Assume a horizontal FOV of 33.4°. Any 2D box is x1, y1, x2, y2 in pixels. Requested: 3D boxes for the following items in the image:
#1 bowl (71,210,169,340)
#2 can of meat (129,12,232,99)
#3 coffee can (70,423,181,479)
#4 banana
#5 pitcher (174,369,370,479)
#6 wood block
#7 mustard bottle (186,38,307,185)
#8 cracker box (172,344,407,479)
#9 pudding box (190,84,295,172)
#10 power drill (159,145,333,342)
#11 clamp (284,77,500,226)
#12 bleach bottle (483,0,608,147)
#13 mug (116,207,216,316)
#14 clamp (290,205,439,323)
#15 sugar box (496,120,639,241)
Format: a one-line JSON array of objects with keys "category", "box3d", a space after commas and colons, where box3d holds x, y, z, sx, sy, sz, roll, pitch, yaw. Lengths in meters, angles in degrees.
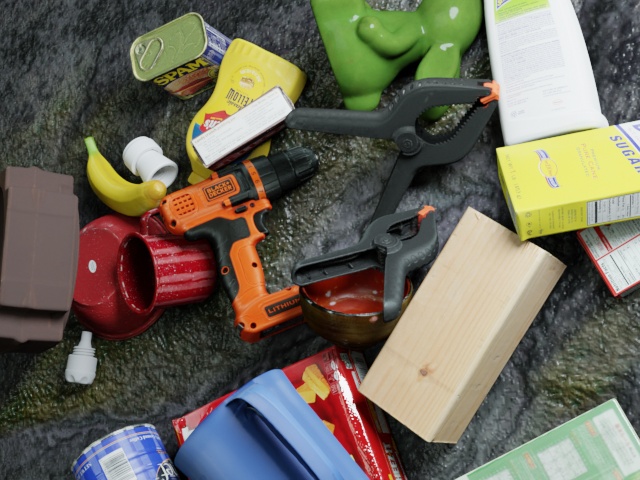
[{"category": "bowl", "box3d": [-0.250, 0.035, 1.257, 0.162, 0.055, 0.162, -6, 76, 26]}, {"category": "can of meat", "box3d": [-0.155, -0.212, 1.243, 0.102, 0.083, 0.057, -20, 71, 22]}, {"category": "coffee can", "box3d": [-0.193, 0.284, 1.149, 0.103, 0.102, 0.140, -40, 65, 14]}, {"category": "banana", "box3d": [-0.231, -0.062, 1.249, 0.037, 0.069, 0.198, -30, 36, -26]}, {"category": "pitcher", "box3d": [-0.009, 0.240, 0.964, 0.243, 0.149, 0.145, 45, 105, 17]}, {"category": "wood block", "box3d": [0.137, 0.083, 1.030, 0.091, 0.090, 0.206, 34, 95, 27]}, {"category": "mustard bottle", "box3d": [-0.099, -0.125, 1.210, 0.096, 0.058, 0.191, 29, 94, 17]}, {"category": "cracker box", "box3d": [-0.034, 0.222, 1.097, 0.214, 0.072, 0.164, -27, 69, 20]}, {"category": "pudding box", "box3d": [-0.079, -0.116, 1.132, 0.113, 0.090, 0.039, -34, 91, 1]}, {"category": "power drill", "box3d": [-0.057, 0.001, 1.143, 0.184, 0.057, 0.188, -23, 74, -10]}, {"category": "clamp", "box3d": [0.089, -0.095, 1.072, 0.210, 0.164, 0.036, -20, 27, 21]}, {"category": "bleach bottle", "box3d": [0.218, -0.212, 1.067, 0.103, 0.068, 0.251, -12, 72, 22]}, {"category": "mug", "box3d": [-0.171, 0.021, 1.186, 0.093, 0.081, 0.117, -8, 89, 53]}, {"category": "clamp", "box3d": [0.054, 0.014, 1.053, 0.120, 0.171, 0.039, 20, 128, 21]}, {"category": "sugar box", "box3d": [0.257, -0.059, 0.975, 0.176, 0.048, 0.093, -13, 45, 6]}]
